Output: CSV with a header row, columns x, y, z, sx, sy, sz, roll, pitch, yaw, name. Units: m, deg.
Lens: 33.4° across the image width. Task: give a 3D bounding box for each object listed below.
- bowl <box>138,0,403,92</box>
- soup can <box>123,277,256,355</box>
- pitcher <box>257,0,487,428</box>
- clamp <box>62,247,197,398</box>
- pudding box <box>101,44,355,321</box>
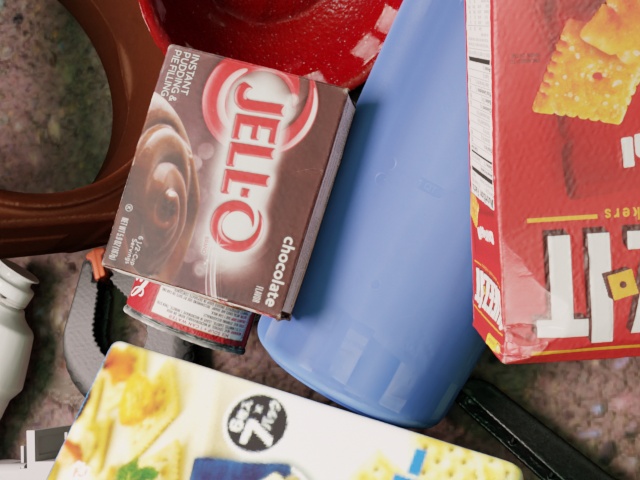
x,y,z,sx,sy,sz,roll,pitch,yaw,name
-0.023,-0.156,0.587,0.162,0.055,0.162,-6,117,-11,bowl
-0.054,0.001,0.561,0.068,0.068,0.102,21,90,16,soup can
0.075,-0.027,0.536,0.144,0.149,0.243,25,96,-23,pitcher
-0.110,0.090,0.616,0.120,0.039,0.171,-29,72,-6,clamp
-0.042,-0.027,0.505,0.090,0.039,0.113,16,88,12,pudding box
